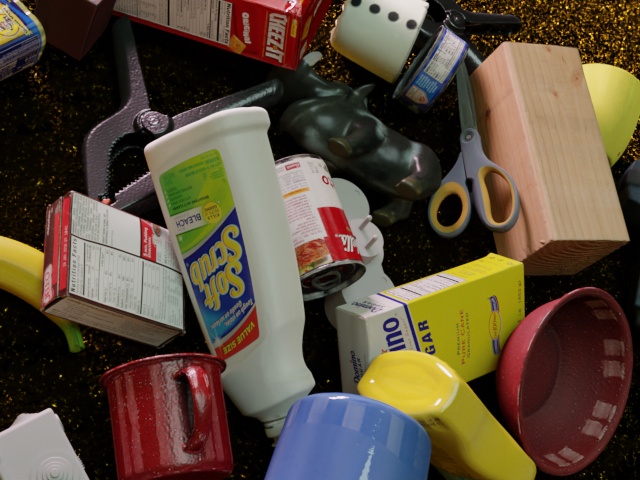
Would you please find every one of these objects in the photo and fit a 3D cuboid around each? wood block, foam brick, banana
[{"bbox_3d":[0.212,-0.078,1.030,0.090,0.091,0.206,0,68,-24],"label":"wood block"},{"bbox_3d":[-0.211,-0.207,0.925,0.053,0.078,0.051,31,54,-6],"label":"foam brick"},{"bbox_3d":[-0.261,0.023,0.785,0.197,0.037,0.069,18,53,-16],"label":"banana"}]

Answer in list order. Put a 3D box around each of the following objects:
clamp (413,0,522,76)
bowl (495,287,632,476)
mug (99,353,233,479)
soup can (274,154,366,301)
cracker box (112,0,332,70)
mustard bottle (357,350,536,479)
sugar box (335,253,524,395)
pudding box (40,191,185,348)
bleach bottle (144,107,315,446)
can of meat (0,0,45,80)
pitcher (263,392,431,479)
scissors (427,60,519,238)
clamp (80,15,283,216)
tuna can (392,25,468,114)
[{"bbox_3d":[0.140,-0.214,1.129,0.171,0.039,0.120,16,53,-18],"label":"clamp"},{"bbox_3d":[0.200,0.116,0.916,0.161,0.055,0.162,-8,102,-40],"label":"bowl"},{"bbox_3d":[-0.101,0.128,0.752,0.093,0.117,0.081,2,65,-30],"label":"mug"},{"bbox_3d":[-0.011,-0.010,0.870,0.068,0.069,0.102,-8,66,-30],"label":"soup can"},{"bbox_3d":[-0.093,-0.261,0.985,0.214,0.072,0.164,18,52,7],"label":"cracker box"},{"bbox_3d":[0.115,0.163,0.837,0.191,0.096,0.058,48,65,-33],"label":"mustard bottle"},{"bbox_3d":[0.096,0.079,0.894,0.175,0.048,0.093,-18,111,-35],"label":"sugar box"},{"bbox_3d":[-0.156,0.024,0.813,0.113,0.039,0.090,23,51,-39],"label":"pudding box"},{"bbox_3d":[-0.054,0.032,0.819,0.067,0.103,0.251,-14,86,-56],"label":"bleach bottle"},{"bbox_3d":[-0.291,-0.174,0.879,0.102,0.058,0.083,46,50,5],"label":"can of meat"},{"bbox_3d":[0.006,0.237,0.721,0.145,0.149,0.242,18,59,-2],"label":"pitcher"},{"bbox_3d":[0.129,-0.082,1.027,0.016,0.096,0.202,43,22,-52],"label":"scissors"},{"bbox_3d":[-0.149,-0.099,0.908,0.164,0.036,0.209,28,60,9],"label":"clamp"},{"bbox_3d":[0.109,-0.167,1.053,0.033,0.086,0.086,33,52,-7],"label":"tuna can"}]
